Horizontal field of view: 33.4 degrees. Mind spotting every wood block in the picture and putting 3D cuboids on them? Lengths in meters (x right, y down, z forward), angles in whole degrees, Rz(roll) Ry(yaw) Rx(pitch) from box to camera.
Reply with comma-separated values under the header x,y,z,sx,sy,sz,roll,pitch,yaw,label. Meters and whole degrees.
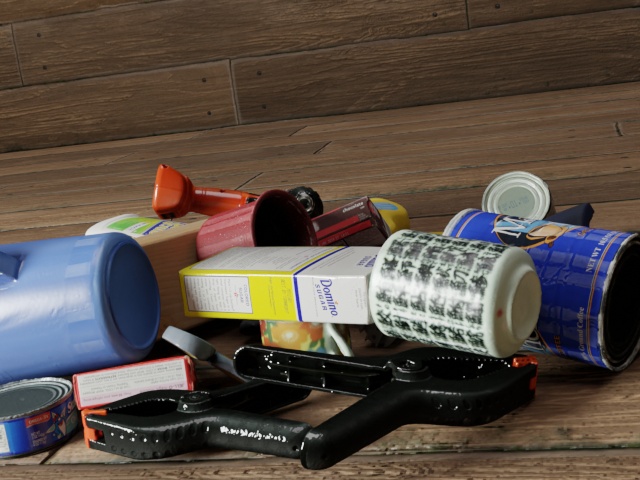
x,y,z,sx,sy,sz,roll,pitch,yaw,label
-0.137,0.035,1.045,0.090,0.091,0.205,-7,7,37,wood block

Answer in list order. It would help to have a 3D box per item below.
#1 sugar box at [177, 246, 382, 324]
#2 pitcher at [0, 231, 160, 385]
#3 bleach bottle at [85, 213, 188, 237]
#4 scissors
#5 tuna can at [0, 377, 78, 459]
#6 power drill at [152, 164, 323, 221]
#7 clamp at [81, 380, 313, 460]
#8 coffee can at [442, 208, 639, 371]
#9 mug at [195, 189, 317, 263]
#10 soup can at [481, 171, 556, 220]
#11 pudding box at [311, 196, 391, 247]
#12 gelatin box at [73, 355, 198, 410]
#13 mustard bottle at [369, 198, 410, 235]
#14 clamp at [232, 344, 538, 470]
x,y,z,sx,sy,sz,roll,pitch,yaw,label
-0.017,0.034,0.864,0.176,0.048,0.093,3,15,31,sugar box
-0.266,0.057,0.885,0.243,0.145,0.149,-9,5,17,pitcher
-0.166,0.011,1.292,0.251,0.068,0.102,4,15,35,bleach bottle
-0.090,0.100,0.902,0.096,0.016,0.202,29,-9,3,scissors
-0.229,0.135,0.814,0.086,0.034,0.086,-8,12,1,tuna can
-0.090,-0.041,1.193,0.187,0.057,0.184,10,-7,-3,power drill
-0.079,0.128,0.743,0.171,0.039,0.120,-9,9,-9,clamp
0.169,0.035,0.816,0.141,0.103,0.102,11,21,36,coffee can
-0.057,0.001,1.009,0.082,0.093,0.117,-16,18,37,mug
0.200,-0.016,1.045,0.069,0.068,0.102,-4,-25,19,soup can
0.025,0.001,1.101,0.090,0.039,0.113,-22,-22,9,pudding box
-0.141,0.110,0.829,0.089,0.030,0.073,-10,-8,-6,gelatin box
0.055,-0.012,1.256,0.096,0.058,0.191,-11,11,15,mustard bottle
0.049,0.098,0.732,0.209,0.036,0.165,-5,18,-26,clamp
